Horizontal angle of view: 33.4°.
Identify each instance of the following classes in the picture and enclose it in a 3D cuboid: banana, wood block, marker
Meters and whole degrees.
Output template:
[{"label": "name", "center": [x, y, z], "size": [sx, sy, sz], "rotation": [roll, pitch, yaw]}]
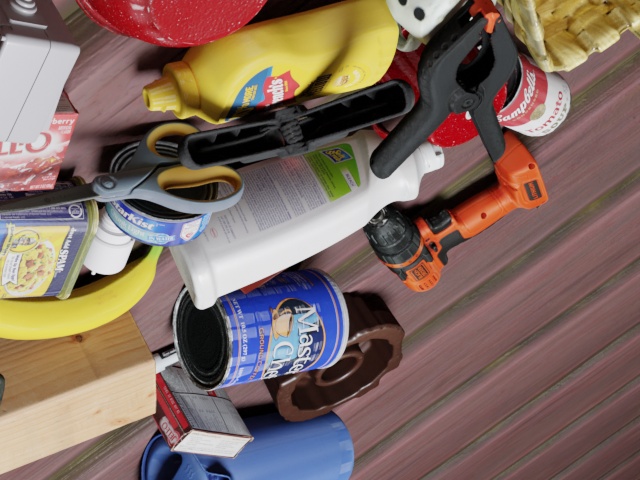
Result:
[{"label": "banana", "center": [-0.220, 0.049, 0.903], "size": [0.197, 0.037, 0.069], "rotation": [-17, 108, -30]}, {"label": "wood block", "center": [-0.256, 0.132, 0.933], "size": [0.205, 0.091, 0.090], "rotation": [-19, 146, -23]}, {"label": "marker", "center": [-0.121, 0.105, 1.090], "size": [0.121, 0.020, 0.020], "rotation": [-23, 147, -17]}]

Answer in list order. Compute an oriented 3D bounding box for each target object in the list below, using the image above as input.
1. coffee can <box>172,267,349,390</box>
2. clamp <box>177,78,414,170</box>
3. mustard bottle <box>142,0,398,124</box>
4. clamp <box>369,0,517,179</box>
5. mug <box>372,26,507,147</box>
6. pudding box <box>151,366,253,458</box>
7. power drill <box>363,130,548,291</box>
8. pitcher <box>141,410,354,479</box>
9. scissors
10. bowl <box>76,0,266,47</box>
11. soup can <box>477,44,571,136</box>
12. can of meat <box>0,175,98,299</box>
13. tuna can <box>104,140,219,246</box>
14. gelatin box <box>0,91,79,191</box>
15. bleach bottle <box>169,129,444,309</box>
[{"label": "coffee can", "center": [-0.058, 0.084, 1.040], "size": [0.140, 0.103, 0.103], "rotation": [-6, 139, -38]}, {"label": "clamp", "center": [-0.031, -0.079, 0.803], "size": [0.164, 0.036, 0.210], "rotation": [-15, -177, -9]}, {"label": "mustard bottle", "center": [-0.041, -0.129, 0.799], "size": [0.191, 0.058, 0.096], "rotation": [-18, 168, -23]}, {"label": "clamp", "center": [0.115, -0.114, 0.833], "size": [0.120, 0.039, 0.172], "rotation": [-9, 143, -29]}, {"label": "mug", "center": [0.095, -0.127, 0.909], "size": [0.117, 0.081, 0.093], "rotation": [-35, 149, 2]}, {"label": "pudding box", "center": [-0.131, 0.179, 1.115], "size": [0.039, 0.090, 0.113], "rotation": [-44, 148, 16]}, {"label": "power drill", "center": [0.139, -0.032, 1.109], "size": [0.188, 0.057, 0.184], "rotation": [-34, 153, 5]}, {"label": "pitcher", "center": [-0.086, 0.271, 1.267], "size": [0.242, 0.149, 0.145], "rotation": [-7, 125, -42]}, {"label": "scissors", "center": [-0.155, -0.053, 0.791], "size": [0.201, 0.096, 0.016], "rotation": [0, 140, -24]}, {"label": "bowl", "center": [-0.081, -0.182, 0.697], "size": [0.162, 0.055, 0.162], "rotation": [-23, 147, -16]}, {"label": "soup can", "center": [0.180, -0.138, 0.989], "size": [0.102, 0.068, 0.069], "rotation": [11, 128, -51]}, {"label": "can of meat", "center": [-0.227, 0.000, 0.810], "size": [0.083, 0.057, 0.102], "rotation": [-2, 137, -38]}, {"label": "tuna can", "center": [-0.124, -0.036, 0.828], "size": [0.085, 0.086, 0.034], "rotation": [-12, 145, -32]}, {"label": "gelatin box", "center": [-0.222, -0.068, 0.745], "size": [0.089, 0.030, 0.073], "rotation": [-6, 139, -38]}, {"label": "bleach bottle", "center": [-0.006, -0.031, 0.918], "size": [0.250, 0.103, 0.068], "rotation": [-20, 152, -14]}]
